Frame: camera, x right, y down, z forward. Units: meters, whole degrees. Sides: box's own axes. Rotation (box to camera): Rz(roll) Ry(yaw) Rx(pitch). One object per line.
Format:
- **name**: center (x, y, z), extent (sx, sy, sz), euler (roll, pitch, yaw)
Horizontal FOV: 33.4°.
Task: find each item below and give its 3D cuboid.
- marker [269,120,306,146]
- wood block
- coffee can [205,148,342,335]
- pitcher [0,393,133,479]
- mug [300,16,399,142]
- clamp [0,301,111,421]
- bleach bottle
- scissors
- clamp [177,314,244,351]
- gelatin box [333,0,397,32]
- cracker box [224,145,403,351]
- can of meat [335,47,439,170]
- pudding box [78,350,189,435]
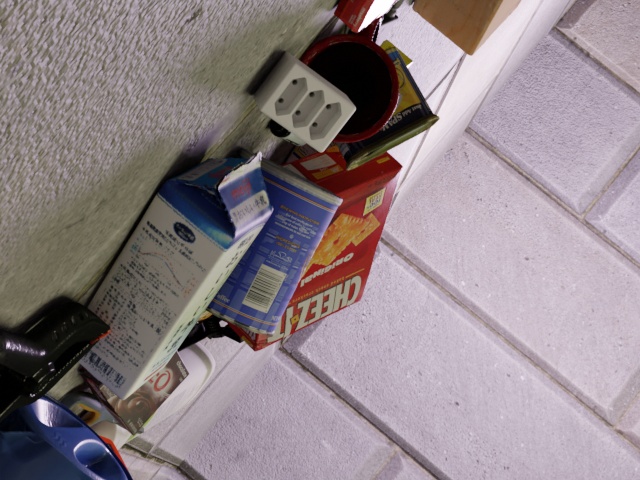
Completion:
- **marker**: center (-0.030, -0.106, 1.045), extent (0.020, 0.020, 0.121), euler (-51, 174, 6)
- **wood block**: center (0.172, -0.289, 1.083), extent (0.090, 0.090, 0.206), euler (-48, 174, -17)
- **coffee can**: center (-0.056, 0.001, 0.975), extent (0.140, 0.103, 0.102), euler (-63, 173, 4)
- **pitcher**: center (-0.275, 0.254, 0.893), extent (0.243, 0.149, 0.145), euler (-47, -172, -2)
- **mug**: center (0.030, -0.147, 0.952), extent (0.081, 0.093, 0.117), euler (-44, 150, -79)
- **clamp**: center (-0.226, 0.104, 0.790), extent (0.165, 0.036, 0.209), euler (-53, 174, 19)
- **bleach bottle**: center (-0.223, 0.198, 1.296), extent (0.103, 0.068, 0.250), euler (-54, 171, 21)
- **scissors**: center (-0.218, 0.171, 1.155), extent (0.096, 0.016, 0.201), euler (-59, 159, 3)
- **clamp**: center (-0.143, 0.107, 1.337), extent (0.120, 0.039, 0.171), euler (-9, -172, 3)
- **gelatin box**: center (0.056, -0.224, 0.899), extent (0.089, 0.030, 0.073), euler (-45, 172, -43)
- **cracker box**: center (-0.011, 0.005, 1.160), extent (0.163, 0.072, 0.214), euler (-23, 143, -33)
- **can of meat**: center (0.051, -0.130, 1.048), extent (0.102, 0.084, 0.057), euler (-28, 176, -10)
- **pudding box**: center (-0.188, 0.134, 1.087), extent (0.090, 0.039, 0.113), euler (-47, 152, -21)
